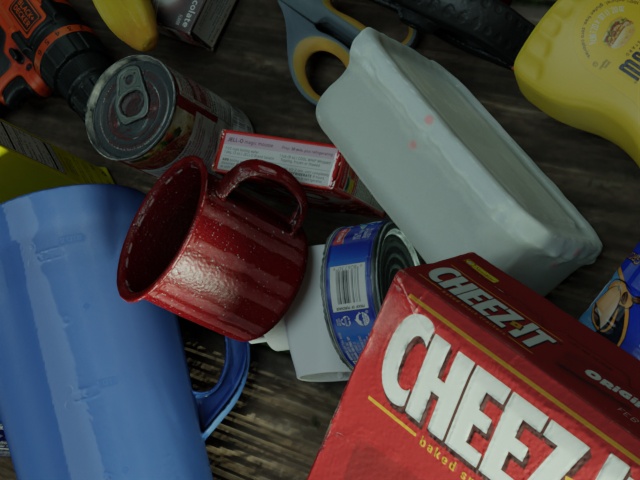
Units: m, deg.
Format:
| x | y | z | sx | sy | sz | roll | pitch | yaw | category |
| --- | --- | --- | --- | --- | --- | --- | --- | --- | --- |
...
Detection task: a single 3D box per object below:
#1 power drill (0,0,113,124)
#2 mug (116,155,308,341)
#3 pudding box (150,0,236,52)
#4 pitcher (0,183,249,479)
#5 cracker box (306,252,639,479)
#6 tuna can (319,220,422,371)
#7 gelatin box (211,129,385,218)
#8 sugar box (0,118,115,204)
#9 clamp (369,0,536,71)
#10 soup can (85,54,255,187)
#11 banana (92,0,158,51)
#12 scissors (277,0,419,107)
| x | y | z | sx | sy | sz | roll | pitch | yaw | category |
| --- | --- | --- | --- | --- | --- | --- | --- | --- | --- |
| -0.239 | -0.097 | 0.806 | 0.188 | 0.057 | 0.185 | -44 | 58 | 9 | power drill |
| -0.054 | 0.001 | 0.625 | 0.117 | 0.081 | 0.093 | -48 | 31 | 23 | mug |
| -0.095 | -0.201 | 0.763 | 0.090 | 0.039 | 0.113 | 23 | 89 | 30 | pudding box |
| -0.130 | 0.092 | 0.670 | 0.149 | 0.144 | 0.243 | -31 | 69 | 33 | pitcher |
| 0.071 | 0.139 | 0.472 | 0.164 | 0.071 | 0.214 | 36 | 118 | 31 | cracker box |
| 0.033 | 0.032 | 0.612 | 0.034 | 0.086 | 0.086 | -9 | 74 | 24 | tuna can |
| -0.011 | -0.040 | 0.660 | 0.089 | 0.073 | 0.030 | 10 | 82 | 29 | gelatin box |
| -0.221 | -0.032 | 0.710 | 0.093 | 0.176 | 0.048 | -42 | 62 | 13 | sugar box |
| 0.057 | -0.143 | 0.615 | 0.171 | 0.120 | 0.039 | 24 | 100 | 2 | clamp |
| -0.094 | -0.071 | 0.695 | 0.069 | 0.102 | 0.068 | -7 | 75 | 26 | soup can |
| -0.139 | -0.218 | 0.743 | 0.070 | 0.037 | 0.198 | -12 | 72 | 39 | banana |
| -0.032 | -0.152 | 0.707 | 0.202 | 0.016 | 0.096 | 24 | 93 | 18 | scissors |
